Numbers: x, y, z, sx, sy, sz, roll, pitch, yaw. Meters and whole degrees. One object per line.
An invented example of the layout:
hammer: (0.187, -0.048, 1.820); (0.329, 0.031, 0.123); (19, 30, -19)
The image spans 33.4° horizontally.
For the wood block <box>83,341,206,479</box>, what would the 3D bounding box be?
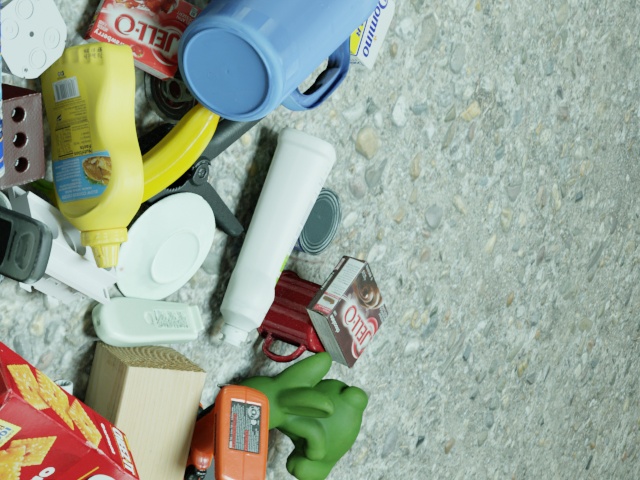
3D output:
wood block: (-0.196, 0.217, 1.099); (0.090, 0.090, 0.206); (9, 98, -35)

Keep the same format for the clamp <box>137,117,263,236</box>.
clamp: (-0.134, -0.068, 1.127); (0.209, 0.036, 0.165); (-15, 122, -48)

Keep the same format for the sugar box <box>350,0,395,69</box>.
sugar box: (0.024, -0.280, 1.250); (0.176, 0.048, 0.093); (31, 78, -54)

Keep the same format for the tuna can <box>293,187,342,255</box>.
tuna can: (-0.012, -0.026, 1.321); (0.085, 0.034, 0.086); (-27, 125, -47)

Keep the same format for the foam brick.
foam brick: (-0.272, -0.090, 0.910); (0.052, 0.051, 0.078); (-24, 123, -49)

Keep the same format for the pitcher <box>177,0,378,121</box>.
pitcher: (-0.036, -0.209, 1.051); (0.145, 0.149, 0.242); (-52, -177, 43)

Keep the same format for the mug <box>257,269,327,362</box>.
mug: (-0.026, 0.100, 1.313); (0.117, 0.082, 0.093); (-55, 142, -25)

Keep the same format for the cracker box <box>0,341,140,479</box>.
cracker box: (-0.283, 0.196, 0.937); (0.164, 0.072, 0.213); (-32, 139, 2)

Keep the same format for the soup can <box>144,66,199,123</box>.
soup can: (-0.118, -0.162, 1.082); (0.102, 0.069, 0.068); (-26, 124, -48)

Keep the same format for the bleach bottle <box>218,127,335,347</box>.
bleach bottle: (-0.058, 0.002, 1.225); (0.102, 0.068, 0.251); (63, 49, -83)

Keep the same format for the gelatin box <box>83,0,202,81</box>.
gelatin box: (-0.165, -0.201, 0.997); (0.089, 0.030, 0.073); (26, 82, -23)

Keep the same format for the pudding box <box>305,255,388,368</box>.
pudding box: (0.033, 0.086, 1.280); (0.090, 0.039, 0.113); (-54, 142, -25)

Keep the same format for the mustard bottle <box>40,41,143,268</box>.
mustard bottle: (-0.197, -0.072, 0.938); (0.058, 0.096, 0.191); (-6, 90, -52)

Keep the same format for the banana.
banana: (-0.173, -0.069, 1.014); (0.197, 0.037, 0.069); (-28, 135, -18)

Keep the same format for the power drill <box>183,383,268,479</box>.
power drill: (-0.123, 0.238, 1.120); (0.057, 0.188, 0.184); (14, 62, -29)
